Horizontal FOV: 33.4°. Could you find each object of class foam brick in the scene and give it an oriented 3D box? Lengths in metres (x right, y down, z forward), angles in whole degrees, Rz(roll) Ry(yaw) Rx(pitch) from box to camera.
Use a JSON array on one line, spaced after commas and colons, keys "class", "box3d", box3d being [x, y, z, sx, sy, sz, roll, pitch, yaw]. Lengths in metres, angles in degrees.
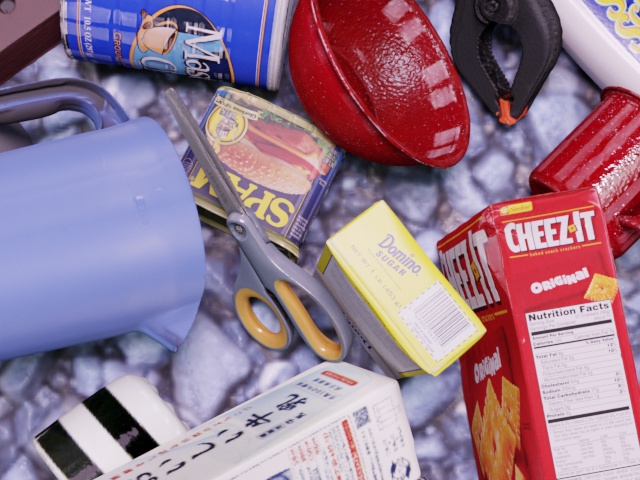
[{"class": "foam brick", "box3d": [-0.209, -0.153, 0.724, 0.078, 0.051, 0.053, -39, 86, -7]}]

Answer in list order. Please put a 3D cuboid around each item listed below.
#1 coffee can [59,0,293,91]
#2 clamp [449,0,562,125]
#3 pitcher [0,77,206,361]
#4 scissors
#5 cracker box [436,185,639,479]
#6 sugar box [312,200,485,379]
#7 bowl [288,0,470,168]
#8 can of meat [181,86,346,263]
[{"class": "coffee can", "box3d": [-0.090, -0.160, 0.705, 0.140, 0.103, 0.103, 9, 82, -1]}, {"class": "clamp", "box3d": [0.113, -0.167, 0.725, 0.120, 0.039, 0.171, 14, 113, 35]}, {"class": "pitcher", "box3d": [-0.202, 0.003, 0.630, 0.242, 0.149, 0.145, -14, 122, -24]}, {"class": "scissors", "box3d": [-0.054, 0.001, 0.677, 0.201, 0.096, 0.016, 52, 51, -11]}, {"class": "cracker box", "box3d": [0.132, 0.088, 0.651, 0.072, 0.164, 0.214, -9, 83, -6]}, {"class": "sugar box", "box3d": [0.041, 0.036, 0.647, 0.048, 0.176, 0.093, -37, 86, -5]}, {"class": "bowl", "box3d": [0.030, -0.109, 0.701, 0.055, 0.161, 0.162, -30, 83, 33]}, {"class": "can of meat", "box3d": [-0.043, -0.045, 0.716, 0.102, 0.057, 0.084, 26, 80, 1]}]
